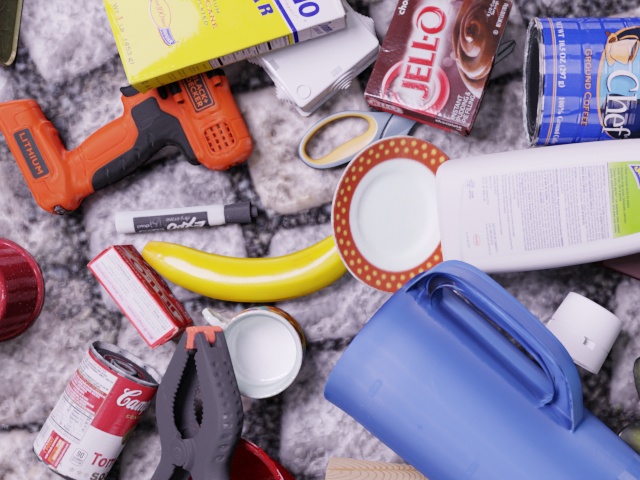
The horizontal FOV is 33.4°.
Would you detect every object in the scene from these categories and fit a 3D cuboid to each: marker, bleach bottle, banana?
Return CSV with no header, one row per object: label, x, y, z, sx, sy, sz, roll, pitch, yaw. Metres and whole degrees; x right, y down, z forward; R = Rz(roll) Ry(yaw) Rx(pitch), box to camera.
marker,-0.113,-0.020,0.905,0.121,0.020,0.020,-4,91,4
bleach bottle,0.218,-0.025,0.815,0.251,0.068,0.102,-4,100,23
banana,-0.049,0.018,0.895,0.198,0.037,0.069,-11,81,3

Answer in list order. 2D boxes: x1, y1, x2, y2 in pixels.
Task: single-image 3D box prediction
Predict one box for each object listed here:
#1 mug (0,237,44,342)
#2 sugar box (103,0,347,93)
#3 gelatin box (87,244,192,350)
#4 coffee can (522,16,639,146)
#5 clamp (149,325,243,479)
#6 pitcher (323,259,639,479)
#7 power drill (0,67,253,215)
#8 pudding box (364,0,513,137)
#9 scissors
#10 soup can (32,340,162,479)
mug,-0.291,0.055,0.887,0.093,0.081,0.117,17,92,3
sugar box,-0.076,-0.187,0.835,0.176,0.048,0.093,-19,87,3
gelatin box,-0.147,0.045,0.882,0.030,0.073,0.089,-39,88,3
coffee can,0.236,-0.125,0.840,0.140,0.103,0.103,1,91,4
clamp,-0.093,0.175,0.847,0.165,0.036,0.210,18,102,45
pitcher,0.134,0.136,0.802,0.243,0.149,0.145,39,85,17
power drill,-0.171,-0.118,0.888,0.187,0.057,0.184,-25,89,4
pudding box,0.096,-0.150,0.868,0.090,0.039,0.113,19,82,11
scissors,0.082,-0.090,0.894,0.202,0.016,0.096,-19,92,4
soup can,-0.186,0.144,0.889,0.068,0.068,0.102,31,93,2
